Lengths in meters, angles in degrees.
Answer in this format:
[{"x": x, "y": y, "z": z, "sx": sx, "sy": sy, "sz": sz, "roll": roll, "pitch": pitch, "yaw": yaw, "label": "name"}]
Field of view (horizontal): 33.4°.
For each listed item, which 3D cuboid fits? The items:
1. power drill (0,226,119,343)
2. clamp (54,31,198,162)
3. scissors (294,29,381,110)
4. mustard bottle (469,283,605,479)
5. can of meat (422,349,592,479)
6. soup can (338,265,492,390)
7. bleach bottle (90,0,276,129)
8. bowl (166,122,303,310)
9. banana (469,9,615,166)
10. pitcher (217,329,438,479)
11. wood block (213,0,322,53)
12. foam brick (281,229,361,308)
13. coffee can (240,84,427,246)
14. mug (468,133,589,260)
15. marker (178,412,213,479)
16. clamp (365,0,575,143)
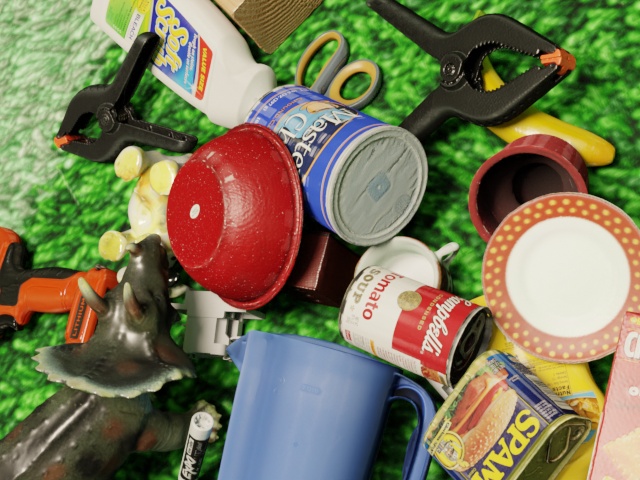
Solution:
[{"x": -0.288, "y": 0.082, "z": 1.041, "sx": 0.188, "sy": 0.057, "sz": 0.184, "roll": 9, "pitch": 77, "yaw": 24, "label": "power drill"}, {"x": -0.195, "y": -0.116, "z": 1.059, "sx": 0.172, "sy": 0.039, "sz": 0.120, "roll": -29, "pitch": 81, "yaw": 37, "label": "clamp"}, {"x": -0.010, "y": -0.104, "z": 1.010, "sx": 0.096, "sy": 0.016, "sz": 0.201, "roll": 19, "pitch": 82, "yaw": 26, "label": "scissors"}, {"x": 0.177, "y": 0.131, "z": 0.837, "sx": 0.096, "sy": 0.058, "sz": 0.191, "roll": -14, "pitch": 69, "yaw": 13, "label": "mustard bottle"}, {"x": 0.135, "y": 0.144, "z": 0.790, "sx": 0.084, "sy": 0.057, "sz": 0.102, "roll": 44, "pitch": 108, "yaw": 38, "label": "can of meat"}, {"x": 0.074, "y": 0.066, "z": 0.832, "sx": 0.102, "sy": 0.068, "sz": 0.068, "roll": 21, "pitch": 83, "yaw": 29, "label": "soup can"}, {"x": -0.120, "y": -0.192, "z": 1.046, "sx": 0.251, "sy": 0.067, "sz": 0.103, "roll": 41, "pitch": 115, "yaw": 27, "label": "bleach bottle"}, {"x": -0.084, "y": -0.021, "z": 0.904, "sx": 0.162, "sy": 0.055, "sz": 0.162, "roll": -2, "pitch": 87, "yaw": 51, "label": "bowl"}, {"x": 0.169, "y": -0.123, "z": 0.931, "sx": 0.070, "sy": 0.037, "sz": 0.198, "roll": -40, "pitch": 64, "yaw": 9, "label": "banana"}, {"x": -0.014, "y": 0.201, "z": 0.859, "sx": 0.149, "sy": 0.144, "sz": 0.243, "roll": 1, "pitch": 75, "yaw": 60, "label": "pitcher"}, {"x": -0.098, "y": -0.293, "z": 1.062, "sx": 0.090, "sy": 0.090, "sz": 0.206, "roll": -45, "pitch": 64, "yaw": 4, "label": "wood block"}, {"x": -0.006, "y": 0.025, "z": 0.934, "sx": 0.053, "sy": 0.078, "sz": 0.051, "roll": 8, "pitch": 78, "yaw": 26, "label": "foam brick"}, {"x": 0.008, "y": -0.067, "z": 0.917, "sx": 0.140, "sy": 0.102, "sz": 0.103, "roll": 31, "pitch": 87, "yaw": 47, "label": "coffee can"}, {"x": 0.169, "y": -0.030, "z": 0.869, "sx": 0.093, "sy": 0.081, "sz": 0.117, "roll": 26, "pitch": 114, "yaw": 10, "label": "mug"}, {"x": -0.110, "y": 0.189, "z": 0.916, "sx": 0.020, "sy": 0.121, "sz": 0.020, "roll": 9, "pitch": 44, "yaw": -9, "label": "marker"}, {"x": 0.116, "y": -0.153, "z": 0.919, "sx": 0.210, "sy": 0.036, "sz": 0.164, "roll": -10, "pitch": 82, "yaw": 39, "label": "clamp"}]
